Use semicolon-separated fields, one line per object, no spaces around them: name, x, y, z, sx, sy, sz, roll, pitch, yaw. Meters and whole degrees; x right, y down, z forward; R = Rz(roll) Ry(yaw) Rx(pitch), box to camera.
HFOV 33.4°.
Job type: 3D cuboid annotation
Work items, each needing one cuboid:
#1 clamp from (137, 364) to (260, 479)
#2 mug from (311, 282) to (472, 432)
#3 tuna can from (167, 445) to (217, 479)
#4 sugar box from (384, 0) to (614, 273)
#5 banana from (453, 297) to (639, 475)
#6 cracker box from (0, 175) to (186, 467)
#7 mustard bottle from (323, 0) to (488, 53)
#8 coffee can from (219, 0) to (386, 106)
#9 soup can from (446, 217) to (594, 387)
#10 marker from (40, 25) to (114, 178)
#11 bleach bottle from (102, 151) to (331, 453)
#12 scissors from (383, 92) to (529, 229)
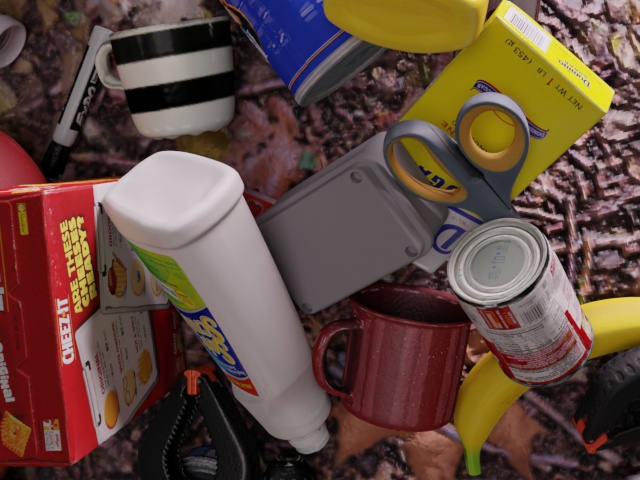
clamp;-0.099;0.198;0.780;0.165;0.036;0.210;-5;90;19
mug;0.048;0.081;0.740;0.117;0.093;0.081;1;105;-28
tuna can;-0.087;0.202;0.817;0.086;0.033;0.086;1;97;12
sugar box;0.097;-0.063;0.706;0.093;0.048;0.176;41;124;-2
banana;0.164;0.087;0.753;0.198;0.037;0.069;-37;111;15
cracker box;-0.162;0.041;0.721;0.072;0.213;0.164;-4;96;12
mustard bottle;0.072;-0.199;0.676;0.096;0.191;0.058;12;140;12
coffee can;-0.016;-0.177;0.723;0.103;0.102;0.140;-39;88;13
soup can;0.130;0.041;0.690;0.068;0.068;0.102;-25;135;13
marker;-0.184;-0.103;0.809;0.020;0.020;0.121;26;101;8
bleach bottle;-0.049;0.058;0.723;0.068;0.103;0.250;-43;126;-22
scissors;0.128;-0.026;0.679;0.201;0.016;0.096;31;127;-27
